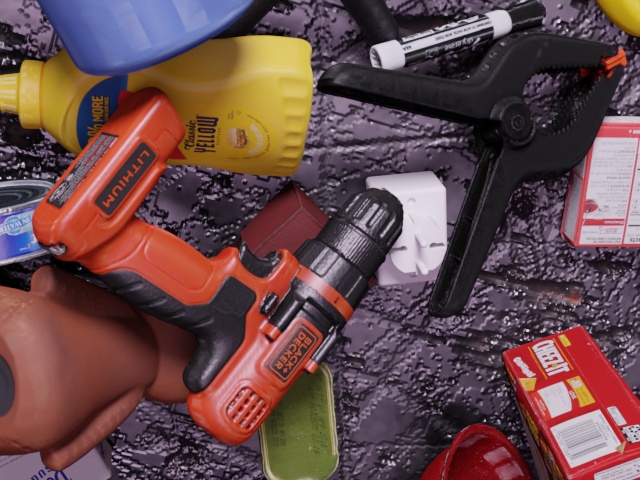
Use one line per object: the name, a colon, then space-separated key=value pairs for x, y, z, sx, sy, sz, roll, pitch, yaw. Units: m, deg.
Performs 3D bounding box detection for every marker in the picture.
marker: x=0.089 y=-0.129 z=0.670 sx=0.121 sy=0.020 sz=0.020 roll=-20 pitch=113 yaw=-16

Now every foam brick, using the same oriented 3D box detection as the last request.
foam brick: x=-0.009 y=0.011 z=0.708 sx=0.051 sy=0.053 sz=0.078 roll=-42 pitch=110 yaw=9

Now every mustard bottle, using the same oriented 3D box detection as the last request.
mustard bottle: x=-0.103 y=-0.084 z=0.647 sx=0.191 sy=0.058 sz=0.096 roll=3 pitch=145 yaw=-8

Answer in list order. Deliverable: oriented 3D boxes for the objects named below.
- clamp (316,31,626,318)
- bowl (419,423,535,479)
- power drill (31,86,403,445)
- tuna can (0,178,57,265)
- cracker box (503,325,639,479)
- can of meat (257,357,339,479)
clamp: x=0.112 y=-0.059 z=0.661 sx=0.209 sy=0.036 sz=0.164 roll=-24 pitch=99 yaw=-24
bowl: x=0.109 y=0.217 z=0.768 sx=0.055 sy=0.162 sz=0.162 roll=-20 pitch=116 yaw=32
power drill: x=-0.054 y=0.001 z=0.616 sx=0.187 sy=0.057 sz=0.184 roll=43 pitch=76 yaw=-25
tuna can: x=-0.198 y=-0.012 z=0.656 sx=0.086 sy=0.086 sz=0.034 roll=-8 pitch=107 yaw=-5
cracker box: x=0.204 y=0.191 z=0.746 sx=0.072 sy=0.164 sz=0.213 roll=-20 pitch=112 yaw=2
can of meat: x=-0.020 y=0.104 z=0.726 sx=0.057 sy=0.084 sz=0.102 roll=-8 pitch=112 yaw=-5
